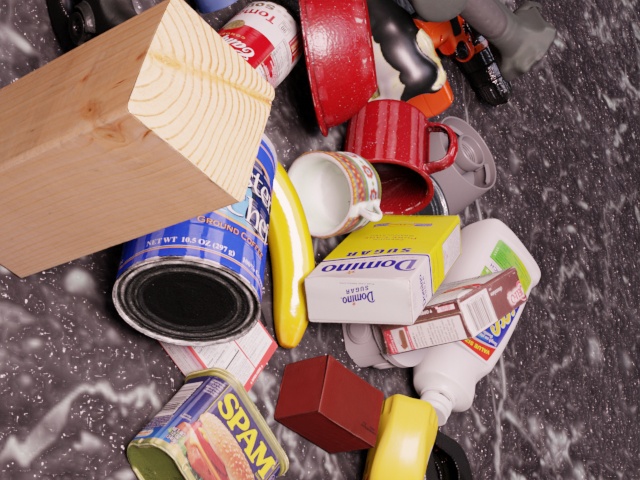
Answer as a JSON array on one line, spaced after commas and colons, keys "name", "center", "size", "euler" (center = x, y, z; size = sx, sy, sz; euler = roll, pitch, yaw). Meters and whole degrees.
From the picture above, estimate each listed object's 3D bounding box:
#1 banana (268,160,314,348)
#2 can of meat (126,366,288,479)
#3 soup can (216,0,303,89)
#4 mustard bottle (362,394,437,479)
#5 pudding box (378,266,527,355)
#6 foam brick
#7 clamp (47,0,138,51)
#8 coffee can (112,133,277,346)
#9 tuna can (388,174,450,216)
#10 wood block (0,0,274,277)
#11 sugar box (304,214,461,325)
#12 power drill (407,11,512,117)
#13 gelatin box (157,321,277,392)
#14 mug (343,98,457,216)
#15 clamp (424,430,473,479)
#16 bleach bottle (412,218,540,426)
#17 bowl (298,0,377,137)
[{"name": "banana", "center": [-0.042, -0.010, 0.904], "size": [0.069, 0.037, 0.198], "euler": [-24, 94, -23]}, {"name": "can of meat", "center": [-0.082, 0.158, 0.772], "size": [0.083, 0.058, 0.102], "euler": [-46, 113, -45]}, {"name": "soup can", "center": [-0.063, -0.151, 0.898], "size": [0.068, 0.069, 0.102], "euler": [57, 40, -21]}, {"name": "mustard bottle", "center": [0.054, 0.232, 0.893], "size": [0.058, 0.096, 0.191], "euler": [15, 57, 2]}, {"name": "pudding box", "center": [0.117, 0.062, 0.943], "size": [0.113, 0.090, 0.039], "euler": [-20, 91, -52]}, {"name": "foam brick", "center": [0.008, 0.139, 0.895], "size": [0.078, 0.051, 0.053], "euler": [40, 50, -36]}, {"name": "clamp", "center": [-0.157, -0.141, 0.755], "size": [0.036, 0.165, 0.210], "euler": [-10, 62, -38]}, {"name": "coffee can", "center": [-0.087, -0.010, 0.769], "size": [0.102, 0.103, 0.140], "euler": [40, 39, -36]}, {"name": "tuna can", "center": [0.095, -0.029, 1.081], "size": [0.086, 0.034, 0.086], "euler": [22, 61, -46]}, {"name": "wood block", "center": [-0.141, -0.056, 0.652], "size": [0.090, 0.207, 0.090], "euler": [41, 48, -34]}, {"name": "sugar box", "center": [0.059, 0.021, 0.937], "size": [0.176, 0.093, 0.048], "euler": [-40, 127, -64]}, {"name": "power drill", "center": [0.141, -0.205, 1.187], "size": [0.184, 0.057, 0.187], "euler": [58, 37, -13]}, {"name": "gelatin box", "center": [-0.081, 0.076, 0.824], "size": [0.089, 0.030, 0.073], "euler": [55, 42, -22]}, {"name": "mug", "center": [0.073, -0.082, 1.010], "size": [0.093, 0.117, 0.081], "euler": [49, 37, -46]}, {"name": "clamp", "center": [0.133, 0.247, 1.023], "size": [0.120, 0.039, 0.171], "euler": [-27, 99, -54]}, {"name": "bleach bottle", "center": [0.151, 0.090, 1.074], "size": [0.102, 0.068, 0.250], "euler": [50, 42, -20]}, {"name": "bowl", "center": [0.018, -0.176, 0.957], "size": [0.162, 0.055, 0.162], "euler": [-8, 90, -84]}]
